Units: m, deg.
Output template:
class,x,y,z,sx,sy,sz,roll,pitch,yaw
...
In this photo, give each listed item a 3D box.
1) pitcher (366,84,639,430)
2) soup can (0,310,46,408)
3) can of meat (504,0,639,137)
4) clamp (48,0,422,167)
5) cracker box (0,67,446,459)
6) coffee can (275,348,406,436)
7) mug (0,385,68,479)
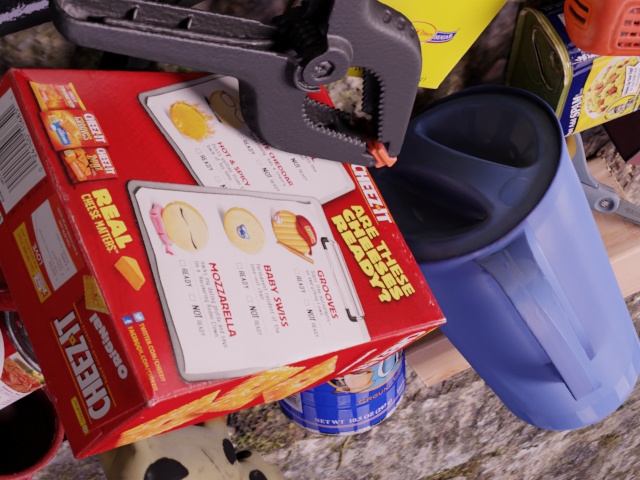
class,x,y,z,sx,sy,sz,roll,pitch,yaw
pitcher,0.131,0.032,0.691,0.145,0.149,0.242,4,146,36
soup can,-0.224,0.082,0.706,0.102,0.068,0.068,-29,152,14
can of meat,0.168,-0.111,0.663,0.084,0.057,0.102,-21,153,-9
clamp,0.001,-0.099,0.497,0.165,0.036,0.209,-33,146,15
cracker box,-0.054,0.001,0.538,0.072,0.164,0.213,-37,162,37
coffee can,0.010,0.057,0.760,0.102,0.103,0.140,-17,136,-11
mug,-0.233,0.145,0.793,0.117,0.093,0.082,-7,154,-31
